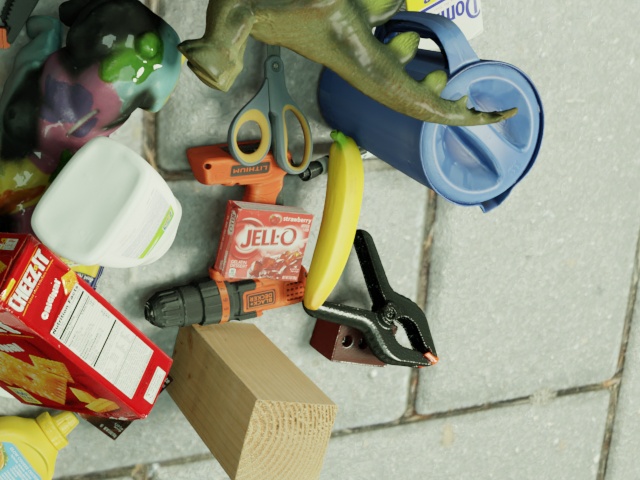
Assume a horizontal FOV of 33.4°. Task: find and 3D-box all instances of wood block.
[{"bbox_3d":[-0.076,0.160,1.080,0.090,0.206,0.090,8,104,-29],"label":"wood block"}]

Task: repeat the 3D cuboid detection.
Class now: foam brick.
[{"bbox_3d":[0.038,0.108,1.212,0.078,0.051,0.053,9,103,-29],"label":"foam brick"}]

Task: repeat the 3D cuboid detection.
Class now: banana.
[{"bbox_3d":[0.013,-0.027,1.094,0.069,0.037,0.198,-22,126,-49],"label":"banana"}]

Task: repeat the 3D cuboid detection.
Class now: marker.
[{"bbox_3d":[0.016,-0.084,1.119,0.120,0.020,0.020,-25,121,-49],"label":"marker"}]

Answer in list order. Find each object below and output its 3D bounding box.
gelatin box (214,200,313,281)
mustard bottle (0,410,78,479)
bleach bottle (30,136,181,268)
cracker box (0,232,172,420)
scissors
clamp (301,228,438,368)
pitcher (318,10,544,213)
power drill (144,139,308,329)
[{"bbox_3d":[-0.057,0.001,1.070,0.089,0.030,0.073,5,107,-33],"label":"gelatin box"},{"bbox_3d":[-0.326,0.231,1.065,0.191,0.058,0.096,-35,119,-12],"label":"mustard bottle"},{"bbox_3d":[-0.172,-0.014,0.937,0.068,0.251,0.102,34,83,6],"label":"bleach bottle"},{"bbox_3d":[-0.257,0.077,0.926,0.213,0.164,0.072,52,49,-46],"label":"cracker box"},{"bbox_3d":[-0.061,-0.160,1.049,0.096,0.016,0.202,-17,95,-24],"label":"scissors"},{"bbox_3d":[0.058,0.085,1.166,0.120,0.039,0.171,-42,98,-25],"label":"clamp"},{"bbox_3d":[0.093,-0.136,1.038,0.144,0.243,0.149,18,99,-31],"label":"pitcher"},{"bbox_3d":[-0.097,-0.004,1.101,0.184,0.057,0.188,-11,115,-28],"label":"power drill"}]
